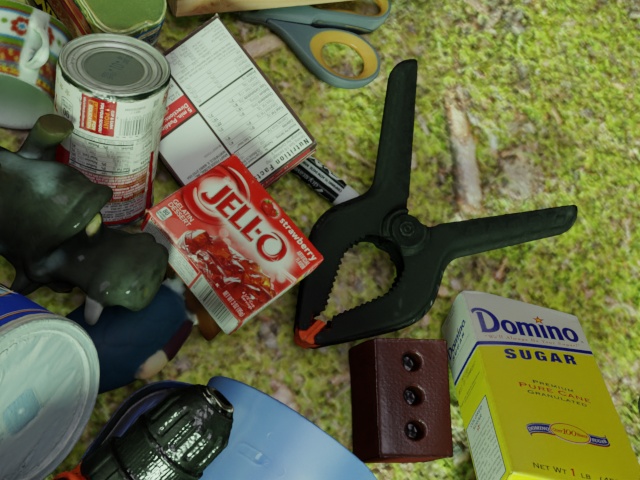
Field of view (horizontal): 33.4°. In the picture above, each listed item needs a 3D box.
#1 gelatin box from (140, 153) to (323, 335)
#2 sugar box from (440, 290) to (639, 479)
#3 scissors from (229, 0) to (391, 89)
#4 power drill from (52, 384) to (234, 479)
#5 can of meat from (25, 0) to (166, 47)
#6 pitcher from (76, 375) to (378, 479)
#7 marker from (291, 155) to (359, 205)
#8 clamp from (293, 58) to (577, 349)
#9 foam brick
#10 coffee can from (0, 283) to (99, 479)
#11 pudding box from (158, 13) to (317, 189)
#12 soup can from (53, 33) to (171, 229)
[{"bbox_3d":[-0.054,0.001,0.653,0.073,0.030,0.089,-37,85,-32],"label":"gelatin box"},{"bbox_3d":[0.137,0.104,0.675,0.093,0.048,0.176,14,34,-13],"label":"sugar box"},{"bbox_3d":[-0.040,-0.149,0.765,0.201,0.016,0.096,-8,75,-19],"label":"scissors"},{"bbox_3d":[-0.146,0.116,0.484,0.184,0.187,0.057,-46,51,4],"label":"power drill"},{"bbox_3d":[-0.147,-0.158,0.698,0.057,0.084,0.102,-33,86,-23],"label":"can of meat"},{"bbox_3d":[-0.083,0.201,0.593,0.145,0.149,0.242,46,68,-22],"label":"pitcher"},{"bbox_3d":[-0.001,-0.044,0.743,0.121,0.020,0.020,38,67,-3],"label":"marker"},{"bbox_3d":[0.050,-0.014,0.718,0.209,0.036,0.164,-39,84,-15],"label":"clamp"},{"bbox_3d":[0.052,0.105,0.696,0.053,0.051,0.078,3,73,-17],"label":"foam brick"},{"bbox_3d":[-0.203,0.063,0.568,0.140,0.103,0.102,23,62,31],"label":"coffee can"},{"bbox_3d":[-0.070,-0.079,0.710,0.090,0.039,0.113,-37,89,-5],"label":"pudding box"},{"bbox_3d":[-0.130,-0.066,0.654,0.068,0.102,0.068,9,41,-8],"label":"soup can"}]
